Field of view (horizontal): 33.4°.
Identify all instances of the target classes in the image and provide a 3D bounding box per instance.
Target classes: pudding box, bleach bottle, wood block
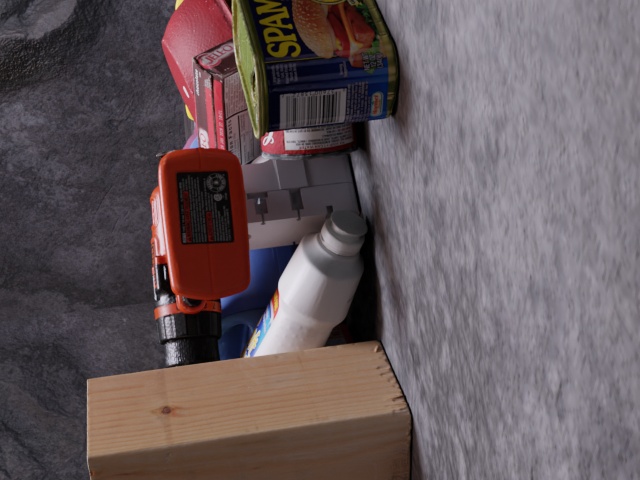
[{"bbox_3d":[-0.043,-0.112,0.801,0.039,0.113,0.090,35,141,32],"label":"pudding box"},{"bbox_3d":[-0.024,0.078,0.818,0.102,0.068,0.251,-75,9,-57],"label":"bleach bottle"},{"bbox_3d":[-0.050,0.140,0.729,0.091,0.206,0.090,-111,17,-59],"label":"wood block"}]

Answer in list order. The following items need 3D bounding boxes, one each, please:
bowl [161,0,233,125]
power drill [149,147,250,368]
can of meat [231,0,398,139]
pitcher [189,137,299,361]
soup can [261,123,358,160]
[{"bbox_3d":[-0.091,-0.139,0.908,0.162,0.055,0.162,62,171,16],"label":"bowl"},{"bbox_3d":[-0.092,0.025,0.775,0.188,0.057,0.184,131,133,-70],"label":"power drill"},{"bbox_3d":[-0.005,-0.112,0.649,0.102,0.084,0.057,-106,13,-45],"label":"can of meat"},{"bbox_3d":[-0.056,0.001,0.967,0.145,0.149,0.243,71,-173,-52],"label":"pitcher"},{"bbox_3d":[-0.011,-0.111,0.736,0.068,0.068,0.102,-129,34,-74],"label":"soup can"}]
